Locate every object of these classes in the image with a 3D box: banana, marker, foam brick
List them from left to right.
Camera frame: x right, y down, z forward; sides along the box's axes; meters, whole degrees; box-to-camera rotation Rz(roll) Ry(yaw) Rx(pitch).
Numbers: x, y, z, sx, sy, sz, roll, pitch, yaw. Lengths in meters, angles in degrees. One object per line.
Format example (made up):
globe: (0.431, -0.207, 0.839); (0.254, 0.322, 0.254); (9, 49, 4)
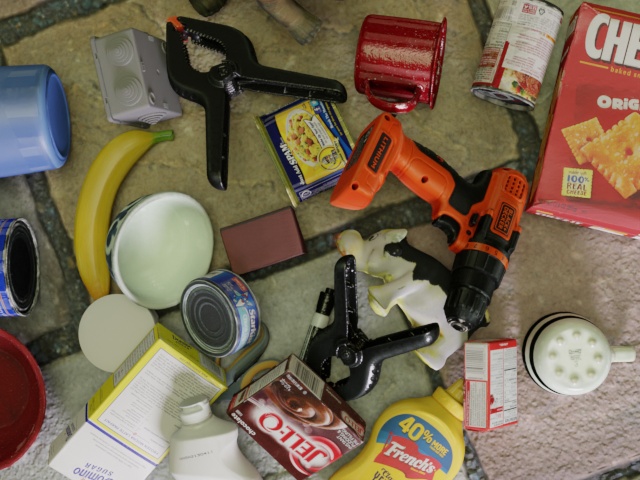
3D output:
banana: (-0.222, -0.037, 1.123); (0.069, 0.037, 0.198); (22, 90, 6)
foam brick: (-0.057, 0.001, 1.102); (0.078, 0.053, 0.051); (-19, 87, 4)
marker: (-0.008, 0.107, 1.111); (0.020, 0.020, 0.121); (18, 89, 5)

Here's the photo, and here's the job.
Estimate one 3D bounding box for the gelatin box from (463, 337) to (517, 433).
gelatin box: (0.170, 0.144, 1.069); (0.030, 0.073, 0.089); (0, 88, 33)

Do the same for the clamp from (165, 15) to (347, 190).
clamp: (-0.099, -0.153, 1.082); (0.164, 0.036, 0.210); (-43, 64, -14)

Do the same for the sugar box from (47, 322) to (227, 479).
sugar box: (-0.185, 0.178, 1.081); (0.093, 0.048, 0.176); (40, 101, -22)

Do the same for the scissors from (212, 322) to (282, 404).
scissors: (-0.108, 0.175, 1.113); (0.096, 0.016, 0.202); (36, 91, 16)

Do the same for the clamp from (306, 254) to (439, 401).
clamp: (0.043, 0.108, 1.055); (0.120, 0.039, 0.172); (35, 127, 21)

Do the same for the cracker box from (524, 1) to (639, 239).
cracker box: (0.311, -0.114, 1.070); (0.164, 0.072, 0.214); (14, 88, 4)

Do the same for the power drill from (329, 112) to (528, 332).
power drill: (0.106, -0.024, 1.043); (0.187, 0.057, 0.184); (31, 61, -13)

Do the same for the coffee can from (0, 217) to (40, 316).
coffee can: (-0.373, 0.031, 1.099); (0.140, 0.103, 0.103); (-3, 88, 4)

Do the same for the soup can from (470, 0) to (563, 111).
soup can: (0.200, -0.190, 1.083); (0.068, 0.068, 0.102); (18, 89, 5)

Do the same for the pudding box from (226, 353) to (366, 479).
pudding box: (-0.023, 0.178, 1.070); (0.090, 0.039, 0.113); (-38, 104, 25)

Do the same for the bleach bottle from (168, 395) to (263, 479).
bleach bottle: (-0.082, 0.273, 1.062); (0.102, 0.068, 0.251); (-16, 99, 4)

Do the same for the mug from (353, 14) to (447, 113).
mug: (0.078, -0.174, 1.075); (0.081, 0.093, 0.117); (9, 58, 9)

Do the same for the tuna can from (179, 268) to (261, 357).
tuna can: (-0.102, 0.074, 1.080); (0.086, 0.033, 0.086); (16, 116, 36)

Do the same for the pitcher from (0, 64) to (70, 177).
pitcher: (-0.387, -0.106, 1.094); (0.243, 0.145, 0.149); (-6, 113, 1)

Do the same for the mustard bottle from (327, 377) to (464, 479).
mustard bottle: (0.089, 0.218, 1.080); (0.096, 0.058, 0.191); (39, 91, 7)

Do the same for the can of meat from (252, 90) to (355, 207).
can of meat: (-0.011, -0.098, 1.101); (0.084, 0.057, 0.102); (-25, 86, 1)

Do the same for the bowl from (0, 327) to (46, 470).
bowl: (-0.356, 0.160, 1.113); (0.162, 0.055, 0.162); (0, 93, 5)
